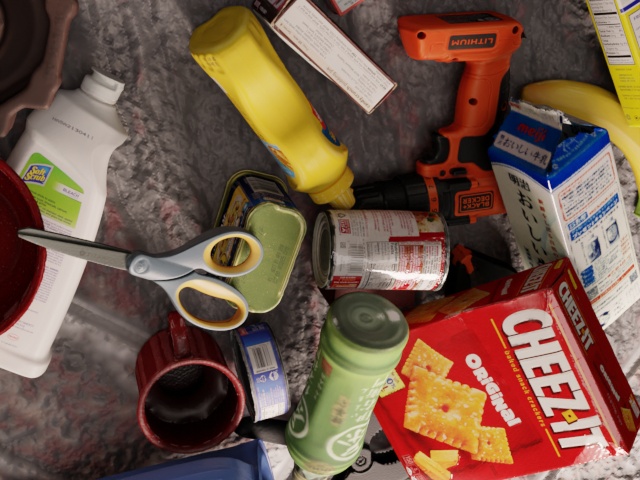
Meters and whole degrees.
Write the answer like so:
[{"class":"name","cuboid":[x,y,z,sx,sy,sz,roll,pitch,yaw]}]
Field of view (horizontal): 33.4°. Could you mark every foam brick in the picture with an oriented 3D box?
[{"class":"foam brick","cuboid":[0.042,0.028,0.966,0.078,0.051,0.053,-1,110,-15]}]

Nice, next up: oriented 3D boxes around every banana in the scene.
[{"class":"banana","cuboid":[0.268,-0.097,0.986,0.197,0.037,0.069,39,95,-25]}]

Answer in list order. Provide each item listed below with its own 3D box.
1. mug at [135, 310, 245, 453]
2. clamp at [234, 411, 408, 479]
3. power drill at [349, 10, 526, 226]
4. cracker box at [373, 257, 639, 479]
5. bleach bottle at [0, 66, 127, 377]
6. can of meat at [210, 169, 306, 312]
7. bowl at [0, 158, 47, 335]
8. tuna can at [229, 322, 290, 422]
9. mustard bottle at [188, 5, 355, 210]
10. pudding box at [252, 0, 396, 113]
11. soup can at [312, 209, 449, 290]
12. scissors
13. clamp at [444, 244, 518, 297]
[{"class":"mug","cuboid":[-0.121,0.117,0.939,0.093,0.081,0.117,-12,114,-11]},{"class":"clamp","cuboid":[0.027,0.201,1.039,0.210,0.036,0.164,-29,112,-4]},{"class":"power drill","cuboid":[0.104,-0.101,0.930,0.184,0.057,0.188,-8,116,-16]},{"class":"cracker box","cuboid":[0.148,0.127,0.941,0.214,0.072,0.164,-21,103,34]},{"class":"bleach bottle","cuboid":[-0.219,-0.019,0.867,0.102,0.068,0.251,26,101,-16]},{"class":"can of meat","cuboid":[-0.056,0.001,0.909,0.057,0.084,0.102,14,107,-20]},{"class":"bowl","cuboid":[-0.279,0.000,0.810,0.162,0.055,0.162,1,98,4]},{"class":"tuna can","cuboid":[-0.054,0.117,0.956,0.033,0.086,0.086,-14,114,-12]},{"class":"mustard bottle","cuboid":[-0.029,-0.098,0.870,0.058,0.096,0.191,-37,116,-1]},{"class":"pudding box","cuboid":[0.002,-0.159,0.858,0.113,0.090,0.039,38,98,-25]},{"class":"soup can","cuboid":[0.050,0.008,0.898,0.102,0.068,0.068,1,111,-14]},{"class":"scissors","cuboid":[-0.123,0.005,0.818,0.201,0.016,0.096,35,92,-35]},{"class":"clamp","cuboid":[0.163,0.083,1.029,0.120,0.039,0.171,-43,113,-3]}]
